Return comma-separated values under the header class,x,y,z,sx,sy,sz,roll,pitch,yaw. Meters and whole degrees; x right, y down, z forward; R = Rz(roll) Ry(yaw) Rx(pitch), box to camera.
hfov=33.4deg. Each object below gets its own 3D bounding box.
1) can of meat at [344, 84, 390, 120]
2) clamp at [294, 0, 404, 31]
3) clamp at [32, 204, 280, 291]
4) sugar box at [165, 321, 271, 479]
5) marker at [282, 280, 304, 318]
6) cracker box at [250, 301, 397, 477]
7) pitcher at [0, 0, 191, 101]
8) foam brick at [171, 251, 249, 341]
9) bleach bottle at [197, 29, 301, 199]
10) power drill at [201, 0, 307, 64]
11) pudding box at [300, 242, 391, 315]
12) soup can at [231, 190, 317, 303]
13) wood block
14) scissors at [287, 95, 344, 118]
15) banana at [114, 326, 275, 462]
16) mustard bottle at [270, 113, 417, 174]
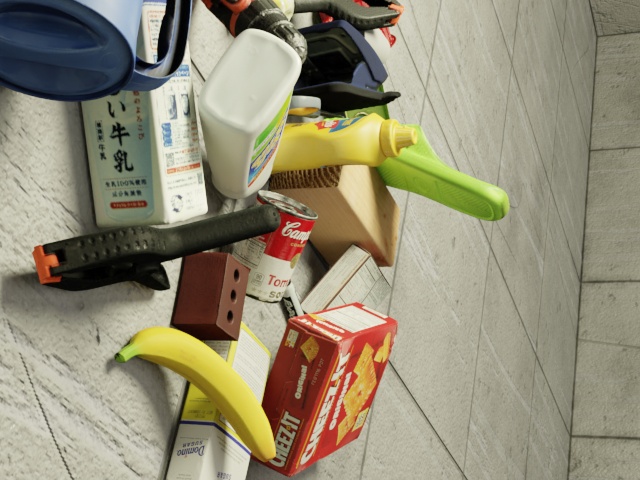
class,x,y,z,sx,sy,sz,roll,pitch,yaw
can of meat,0.054,-0.193,1.429,0.084,0.057,0.102,-104,179,-61
clamp,0.012,-0.289,1.275,0.039,0.171,0.120,116,-2,-63
clamp,-0.142,0.009,0.886,0.209,0.165,0.036,-1,67,-58
sugar box,-0.100,0.177,1.077,0.093,0.048,0.176,55,42,-52
marker,-0.033,0.076,1.275,0.020,0.020,0.121,-65,145,-47
cracker box,0.007,0.166,1.229,0.213,0.072,0.164,-5,116,-68
pitcher,-0.179,-0.233,0.816,0.149,0.145,0.243,68,25,-60
foam brick,-0.108,0.056,1.059,0.053,0.051,0.078,46,46,-58
bleach bottle,-0.070,-0.106,1.049,0.102,0.068,0.251,-57,174,-14
power drill,-0.101,-0.248,0.989,0.057,0.185,0.187,-45,144,0
pudding box,0.031,0.072,1.342,0.113,0.039,0.090,-50,142,-13
soup can,-0.054,0.007,1.125,0.102,0.069,0.068,-66,160,11
wood block,0.023,-0.051,1.330,0.206,0.091,0.090,52,42,-54
scissors,-0.031,-0.149,1.245,0.201,0.096,0.016,-7,92,-82
banana,-0.110,0.135,1.002,0.197,0.037,0.069,39,52,-27
mustard bottle,0.013,-0.107,1.181,0.096,0.192,0.058,-30,116,-64
